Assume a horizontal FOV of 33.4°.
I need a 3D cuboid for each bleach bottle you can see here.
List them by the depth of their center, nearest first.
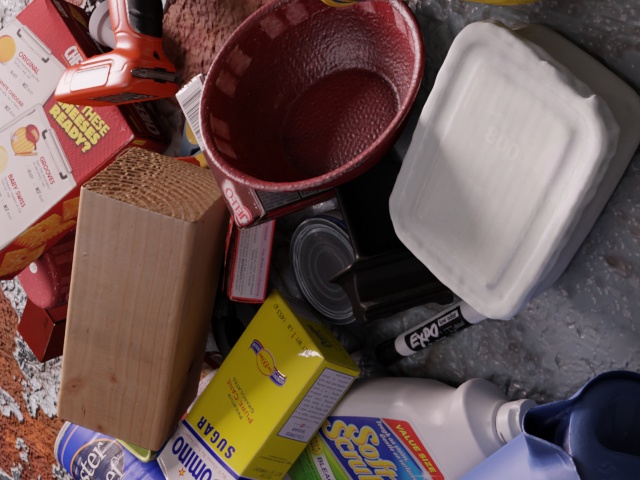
[{"bbox_3d":[0.055,0.139,0.781,0.251,0.067,0.102,-21,92,48],"label":"bleach bottle"}]

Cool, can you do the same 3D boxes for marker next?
[{"bbox_3d":[0.077,0.065,0.756,0.121,0.020,0.020,-36,79,49],"label":"marker"}]

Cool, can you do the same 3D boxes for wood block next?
[{"bbox_3d":[-0.135,0.046,0.826,0.090,0.090,0.206,18,118,9],"label":"wood block"}]

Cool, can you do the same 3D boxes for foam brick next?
[{"bbox_3d":[-0.282,0.084,1.139,0.053,0.051,0.078,51,137,18],"label":"foam brick"}]

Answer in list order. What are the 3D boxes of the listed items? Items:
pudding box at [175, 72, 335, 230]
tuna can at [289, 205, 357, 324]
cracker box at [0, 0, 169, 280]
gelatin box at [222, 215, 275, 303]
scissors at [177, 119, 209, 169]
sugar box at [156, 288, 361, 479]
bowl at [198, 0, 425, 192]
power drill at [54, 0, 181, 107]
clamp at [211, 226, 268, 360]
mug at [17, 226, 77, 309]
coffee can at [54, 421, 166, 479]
[{"bbox_3d":[-0.040,-0.072,0.773,0.039,0.089,0.113,-29,83,48],"label":"pudding box"},{"bbox_3d":[0.016,0.019,0.792,0.086,0.033,0.086,22,122,41],"label":"tuna can"},{"bbox_3d":[-0.264,-0.088,0.962,0.214,0.072,0.164,-38,76,17],"label":"cracker box"},{"bbox_3d":[-0.055,0.001,0.823,0.073,0.030,0.089,-169,86,-80],"label":"gelatin box"},{"bbox_3d":[-0.122,-0.074,0.917,0.202,0.016,0.096,6,95,58],"label":"scissors"},{"bbox_3d":[-0.051,0.134,0.808,0.176,0.048,0.093,-54,40,12],"label":"sugar box"},{"bbox_3d":[0.002,-0.092,0.707,0.162,0.162,0.055,31,172,36],"label":"bowl"},{"bbox_3d":[-0.175,-0.204,0.852,0.185,0.057,0.188,0,92,41],"label":"power drill"},{"bbox_3d":[-0.080,0.048,0.910,0.120,0.039,0.171,-19,85,56],"label":"clamp"},{"bbox_3d":[-0.239,0.027,1.043,0.117,0.081,0.093,49,136,22],"label":"mug"},{"bbox_3d":[-0.179,0.227,1.047,0.140,0.102,0.103,39,132,31],"label":"coffee can"}]
